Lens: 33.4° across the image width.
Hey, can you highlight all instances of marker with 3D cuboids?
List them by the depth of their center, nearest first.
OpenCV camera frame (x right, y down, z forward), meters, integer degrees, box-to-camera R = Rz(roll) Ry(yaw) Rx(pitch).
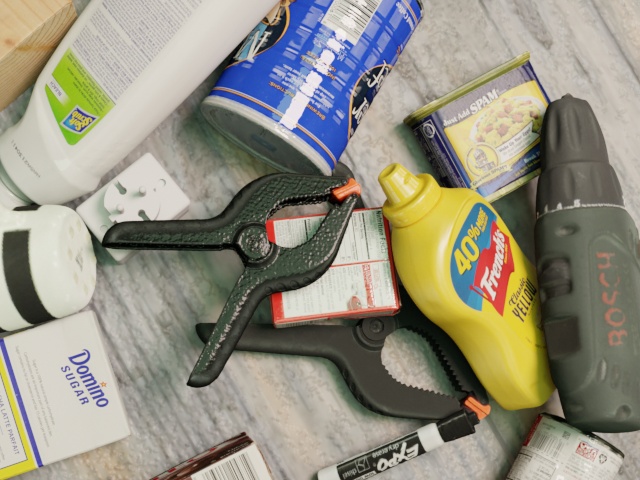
[{"bbox_3d":[0.055,0.148,0.749,0.121,0.020,0.020,-26,88,11],"label":"marker"}]

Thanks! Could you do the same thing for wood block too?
[{"bbox_3d":[-0.268,-0.197,0.728,0.090,0.091,0.206,-43,90,-10],"label":"wood block"}]

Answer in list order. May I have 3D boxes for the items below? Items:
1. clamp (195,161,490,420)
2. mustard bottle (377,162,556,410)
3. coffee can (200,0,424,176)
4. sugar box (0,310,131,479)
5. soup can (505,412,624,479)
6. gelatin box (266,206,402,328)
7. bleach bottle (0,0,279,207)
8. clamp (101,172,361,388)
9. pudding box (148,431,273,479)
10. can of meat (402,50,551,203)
[{"bbox_3d":[0.039,0.052,0.769,0.210,0.036,0.164,31,82,1],"label":"clamp"},{"bbox_3d":[0.102,0.022,0.732,0.191,0.058,0.096,49,51,-21],"label":"mustard bottle"},{"bbox_3d":[-0.005,-0.125,0.748,0.103,0.103,0.140,31,81,-3],"label":"coffee can"},{"bbox_3d":[-0.225,0.117,0.724,0.176,0.048,0.093,-17,87,-13],"label":"sugar box"},{"bbox_3d":[0.163,0.181,0.756,0.068,0.068,0.102,30,81,-4],"label":"soup can"},{"bbox_3d":[0.007,0.019,0.739,0.089,0.030,0.073,-7,78,-2],"label":"gelatin box"},{"bbox_3d":[-0.142,-0.116,0.727,0.251,0.068,0.103,-44,67,11],"label":"bleach bottle"},{"bbox_3d":[-0.055,0.001,0.705,0.171,0.039,0.120,-40,93,-13],"label":"clamp"},{"bbox_3d":[-0.090,0.170,0.713,0.113,0.090,0.039,-23,89,-10],"label":"pudding box"},{"bbox_3d":[0.126,-0.077,0.784,0.102,0.057,0.084,-29,91,-9],"label":"can of meat"}]
